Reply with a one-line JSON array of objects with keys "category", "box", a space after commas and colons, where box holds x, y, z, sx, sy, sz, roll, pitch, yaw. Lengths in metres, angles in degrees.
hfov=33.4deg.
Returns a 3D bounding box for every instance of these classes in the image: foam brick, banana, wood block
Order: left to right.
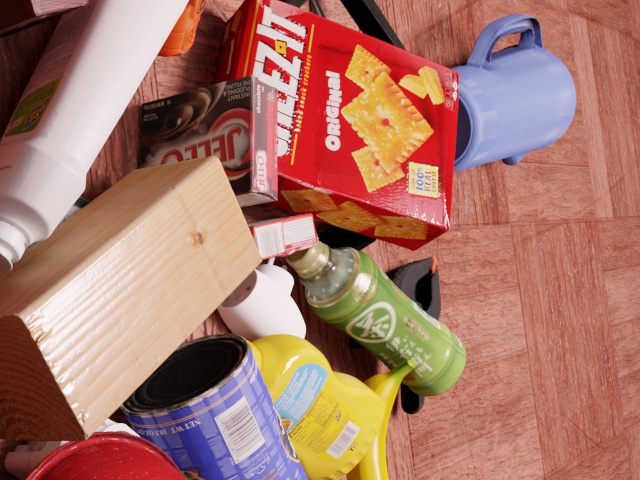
[{"category": "foam brick", "box": [-0.201, -0.165, 0.695, 0.052, 0.078, 0.051, -32, 108, -54]}, {"category": "wood block", "box": [-0.138, 0.033, 0.706, 0.205, 0.090, 0.091, -46, 121, -47]}, {"category": "banana", "box": [0.052, 0.205, 0.955, 0.037, 0.070, 0.198, 16, 66, -41]}]

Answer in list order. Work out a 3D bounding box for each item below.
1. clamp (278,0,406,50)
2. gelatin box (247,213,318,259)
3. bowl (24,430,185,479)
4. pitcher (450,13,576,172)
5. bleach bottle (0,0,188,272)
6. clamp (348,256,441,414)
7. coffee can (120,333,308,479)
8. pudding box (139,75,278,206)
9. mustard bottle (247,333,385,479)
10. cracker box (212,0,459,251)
[{"category": "clamp", "box": [0.020, -0.257, 1.047, 0.164, 0.036, 0.210, 20, 55, -31]}, {"category": "gelatin box", "box": [-0.056, 0.001, 0.878, 0.089, 0.073, 0.030, -15, 96, -57]}, {"category": "bowl", "box": [-0.119, 0.200, 0.656, 0.161, 0.055, 0.162, 7, 81, -48]}, {"category": "pitcher", "box": [0.190, -0.160, 1.231, 0.242, 0.145, 0.149, -23, 81, -53]}, {"category": "bleach bottle", "box": [-0.168, -0.087, 0.709, 0.068, 0.103, 0.250, 37, 54, -26]}, {"category": "clamp", "box": [0.093, 0.092, 1.108, 0.171, 0.039, 0.120, -55, 127, -41]}, {"category": "coffee can", "box": [-0.074, 0.155, 0.788, 0.102, 0.103, 0.140, -47, 121, -50]}, {"category": "pudding box", "box": [-0.086, -0.068, 0.812, 0.039, 0.114, 0.090, 18, 67, -53]}, {"category": "mustard bottle", "box": [-0.028, 0.131, 0.888, 0.096, 0.058, 0.191, -51, 133, -2]}, {"category": "cracker box", "box": [0.014, -0.101, 0.924, 0.213, 0.072, 0.164, 18, 64, -21]}]
